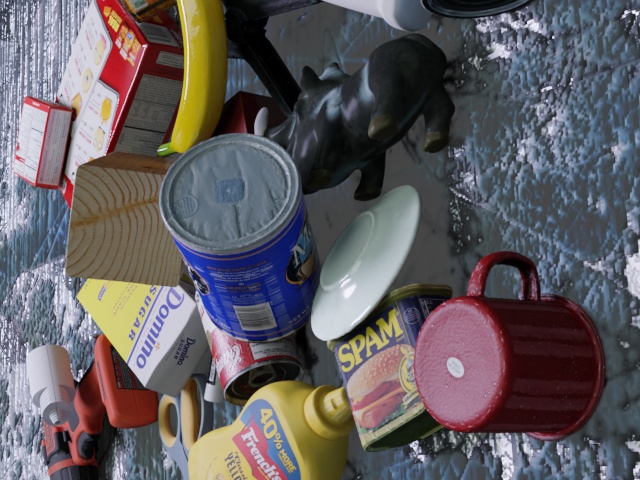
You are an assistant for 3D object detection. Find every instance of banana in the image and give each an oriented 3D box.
[{"bbox_3d":[-0.108,-0.154,0.899,0.070,0.037,0.198,18,114,22],"label":"banana"}]

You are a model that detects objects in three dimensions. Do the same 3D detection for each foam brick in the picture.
[{"bbox_3d":[-0.067,-0.087,0.937,0.078,0.051,0.053,-35,57,44],"label":"foam brick"}]

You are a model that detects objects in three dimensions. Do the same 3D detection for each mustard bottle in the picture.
[{"bbox_3d":[-0.031,0.166,0.844,0.192,0.058,0.096,-44,62,39],"label":"mustard bottle"}]

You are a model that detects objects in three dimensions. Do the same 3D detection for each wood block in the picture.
[{"bbox_3d":[-0.156,-0.024,0.927,0.206,0.090,0.090,-112,30,-82],"label":"wood block"}]

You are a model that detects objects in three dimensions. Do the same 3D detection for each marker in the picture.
[{"bbox_3d":[-0.086,0.085,0.961,0.020,0.020,0.121,14,96,52],"label":"marker"}]

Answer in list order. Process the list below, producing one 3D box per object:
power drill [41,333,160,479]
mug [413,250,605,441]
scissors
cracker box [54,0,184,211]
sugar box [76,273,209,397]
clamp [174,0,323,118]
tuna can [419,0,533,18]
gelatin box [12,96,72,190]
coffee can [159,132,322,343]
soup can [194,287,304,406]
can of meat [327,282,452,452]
[{"bbox_3d":[-0.232,0.196,1.103,0.188,0.057,0.184,-46,51,39],"label":"power drill"},{"bbox_3d":[0.113,0.065,0.655,0.093,0.081,0.117,-1,84,52],"label":"mug"},{"bbox_3d":[-0.128,0.224,0.997,0.096,0.016,0.202,-4,82,54],"label":"scissors"},{"bbox_3d":[-0.214,-0.142,1.120,0.164,0.071,0.214,53,126,44],"label":"cracker box"},{"bbox_3d":[-0.167,0.065,1.032,0.093,0.048,0.176,-57,40,5],"label":"sugar box"},{"bbox_3d":[-0.060,-0.174,0.908,0.172,0.039,0.120,27,121,36],"label":"clamp"},{"bbox_3d":[0.105,-0.177,0.699,0.086,0.085,0.034,-18,72,50],"label":"tuna can"},{"bbox_3d":[-0.298,-0.105,1.145,0.073,0.030,0.089,24,105,52],"label":"gelatin box"},{"bbox_3d":[-0.055,0.001,0.812,0.140,0.102,0.103,76,172,-57],"label":"coffee can"},{"bbox_3d":[-0.061,0.077,0.890,0.069,0.068,0.102,-49,48,36],"label":"soup can"},{"bbox_3d":[0.059,0.090,0.742,0.102,0.057,0.084,-41,56,41],"label":"can of meat"}]
